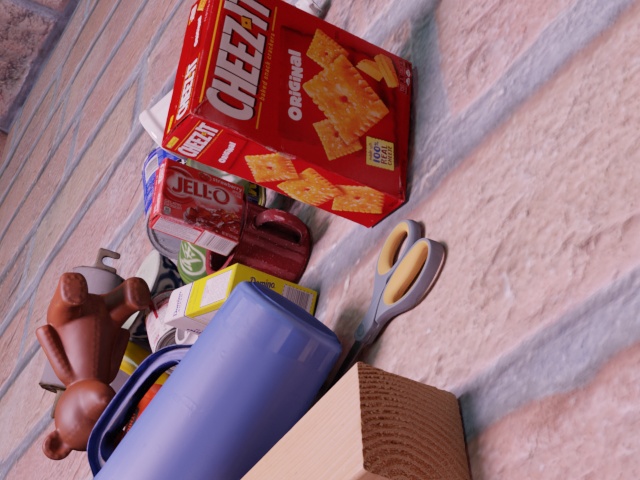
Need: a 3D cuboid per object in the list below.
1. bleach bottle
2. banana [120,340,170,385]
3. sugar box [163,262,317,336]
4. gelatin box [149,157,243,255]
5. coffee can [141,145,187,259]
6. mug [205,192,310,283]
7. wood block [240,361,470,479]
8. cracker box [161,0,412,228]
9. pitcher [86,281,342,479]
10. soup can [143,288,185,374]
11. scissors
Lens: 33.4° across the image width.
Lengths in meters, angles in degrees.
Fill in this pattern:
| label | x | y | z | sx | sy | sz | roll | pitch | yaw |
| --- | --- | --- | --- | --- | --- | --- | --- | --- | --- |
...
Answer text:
| label | x | y | z | sx | sy | sz | roll | pitch | yaw |
| --- | --- | --- | --- | --- | --- | --- | --- | --- | --- |
| bleach bottle | -0.101 | -0.206 | 1.308 | 0.251 | 0.102 | 0.068 | -43 | 69 | 10 |
| banana | -0.241 | 0.160 | 1.343 | 0.198 | 0.069 | 0.037 | 35 | 135 | 38 |
| sugar box | -0.086 | 0.069 | 1.093 | 0.177 | 0.093 | 0.048 | -17 | 54 | 60 |
| gelatin box | -0.122 | -0.034 | 1.052 | 0.030 | 0.089 | 0.073 | -45 | 33 | 43 |
| coffee can | -0.178 | -0.054 | 1.380 | 0.103 | 0.102 | 0.140 | -58 | 26 | 24 |
| mug | -0.057 | 0.001 | 1.102 | 0.117 | 0.081 | 0.093 | -41 | 36 | 47 |
| wood block | 0.011 | 0.191 | 0.788 | 0.206 | 0.090 | 0.091 | -50 | 29 | 37 |
| cracker box | -0.021 | -0.126 | 0.966 | 0.072 | 0.213 | 0.164 | -38 | 38 | 50 |
| pitcher | -0.096 | 0.155 | 0.929 | 0.243 | 0.149 | 0.145 | -57 | 11 | 2 |
| soup can | -0.171 | 0.109 | 1.274 | 0.068 | 0.068 | 0.102 | -63 | 25 | 14 |
| scissors | 0.042 | 0.061 | 0.924 | 0.202 | 0.016 | 0.096 | -52 | 27 | 33 |
